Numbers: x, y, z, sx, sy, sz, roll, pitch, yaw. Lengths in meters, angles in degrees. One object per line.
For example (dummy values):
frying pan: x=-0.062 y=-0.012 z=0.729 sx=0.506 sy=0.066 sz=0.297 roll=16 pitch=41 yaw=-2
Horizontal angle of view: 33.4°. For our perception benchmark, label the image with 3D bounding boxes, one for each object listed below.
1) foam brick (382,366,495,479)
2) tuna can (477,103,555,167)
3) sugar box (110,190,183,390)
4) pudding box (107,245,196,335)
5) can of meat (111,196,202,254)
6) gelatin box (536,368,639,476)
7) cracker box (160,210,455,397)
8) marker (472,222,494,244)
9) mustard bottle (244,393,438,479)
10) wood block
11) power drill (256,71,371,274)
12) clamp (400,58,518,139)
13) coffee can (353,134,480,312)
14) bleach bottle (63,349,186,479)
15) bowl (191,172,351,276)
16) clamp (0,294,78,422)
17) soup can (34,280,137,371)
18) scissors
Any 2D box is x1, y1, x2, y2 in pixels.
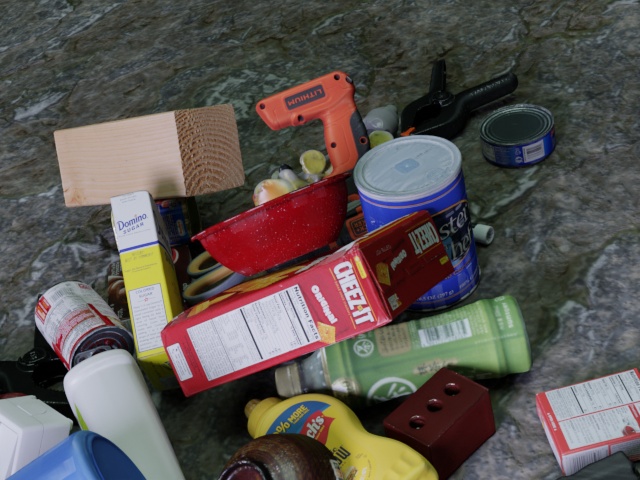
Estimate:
foam brick: x=0.098 y=0.153 z=0.879 sx=0.078 sy=0.051 sz=0.053 roll=-38 pitch=41 yaw=-28
tuna can: x=0.225 y=-0.120 z=1.219 sx=0.086 sy=0.034 sz=0.086 roll=-11 pitch=35 yaw=7
sugar box: x=-0.160 y=0.048 z=1.029 sx=0.048 sy=0.093 sz=0.176 roll=-12 pitch=63 yaw=-1
pudding box: x=-0.176 y=0.057 z=1.126 sx=0.090 sy=0.039 sz=0.113 roll=-15 pitch=36 yaw=-1
can of meat: x=-0.181 y=-0.020 z=1.197 sx=0.084 sy=0.057 sz=0.102 roll=-11 pitch=9 yaw=1
gelatin box: x=0.227 y=0.146 z=0.859 sx=0.089 sy=0.030 sz=0.073 roll=-14 pitch=34 yaw=2
cracker box: x=-0.011 y=0.052 z=0.936 sx=0.214 sy=0.072 sz=0.164 roll=-24 pitch=2 yaw=28
marker: x=0.127 y=-0.018 z=1.130 sx=0.121 sy=0.020 sz=0.020 roll=15 pitch=45 yaw=36
mustard bottle: x=0.000 y=0.178 z=0.873 sx=0.192 sy=0.058 sz=0.096 roll=27 pitch=74 yaw=45
wood block: x=-0.191 y=-0.092 z=1.180 sx=0.207 sy=0.091 sz=0.090 roll=-3 pitch=9 yaw=41
power drill: x=0.000 y=-0.069 z=1.123 sx=0.184 sy=0.187 sz=0.057 roll=-22 pitch=0 yaw=1
clamp: x=0.161 y=-0.164 z=1.301 sx=0.120 sy=0.039 sz=0.171 roll=7 pitch=47 yaw=35
coffee can: x=0.095 y=-0.016 z=1.034 sx=0.103 sy=0.140 sz=0.103 roll=-10 pitch=35 yaw=7
bleach bottle: x=-0.137 y=0.197 z=0.865 sx=0.068 sy=0.102 sz=0.251 roll=-25 pitch=36 yaw=-14
bowl: x=-0.036 y=-0.008 z=0.992 sx=0.162 sy=0.055 sz=0.162 roll=-22 pitch=0 yaw=0
clamp: x=-0.282 y=0.123 z=1.078 sx=0.210 sy=0.036 sz=0.164 roll=17 pitch=40 yaw=32
soup can: x=-0.228 y=0.089 z=1.032 sx=0.068 sy=0.068 sz=0.102 roll=-30 pitch=39 yaw=-20
scissors: x=-0.057 y=0.001 z=1.089 sx=0.201 sy=0.016 sz=0.096 roll=-34 pitch=28 yaw=-10
